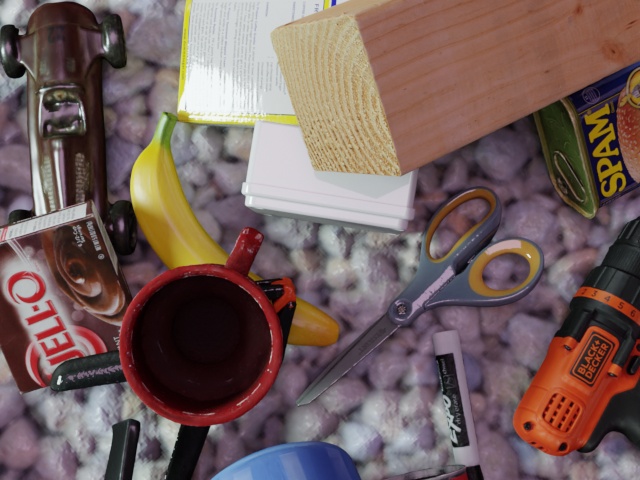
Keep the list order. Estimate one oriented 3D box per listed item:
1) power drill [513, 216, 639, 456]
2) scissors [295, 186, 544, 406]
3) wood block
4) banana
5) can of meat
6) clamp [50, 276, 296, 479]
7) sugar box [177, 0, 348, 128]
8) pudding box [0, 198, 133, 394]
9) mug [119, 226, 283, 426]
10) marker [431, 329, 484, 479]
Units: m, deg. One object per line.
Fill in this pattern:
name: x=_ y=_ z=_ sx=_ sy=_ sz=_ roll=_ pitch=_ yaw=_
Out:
power drill: x=0.247 y=0.096 z=0.720 sx=0.188 sy=0.057 sz=0.184 roll=31 pitch=80 yaw=6
scissors: x=0.077 y=0.052 z=0.730 sx=0.096 sy=0.016 sz=0.201 roll=30 pitch=76 yaw=21
wood block: x=0.087 y=-0.117 z=0.630 sx=0.205 sy=0.091 sz=0.090 roll=-27 pitch=108 yaw=-27
banana: x=-0.071 y=0.009 z=0.733 sx=0.070 sy=0.037 sz=0.198 roll=-38 pitch=92 yaw=19
can of meat: x=0.199 y=-0.079 z=0.728 sx=0.084 sy=0.057 sz=0.102 roll=-28 pitch=122 yaw=-7
clamp: x=-0.078 y=0.093 z=0.709 sx=0.171 sy=0.039 sz=0.120 roll=-31 pitch=110 yaw=6
sugar box: x=-0.009 y=-0.121 z=0.723 sx=0.176 sy=0.048 sz=0.093 roll=6 pitch=94 yaw=20
pudding box: x=-0.175 y=0.038 z=0.714 sx=0.090 sy=0.039 sz=0.113 roll=-17 pitch=112 yaw=-3
mug: x=-0.064 y=0.046 z=0.642 sx=0.093 sy=0.081 sz=0.117 roll=22 pitch=93 yaw=-3
marker: x=0.096 y=0.122 z=0.733 sx=0.020 sy=0.020 sz=0.121 roll=-9 pitch=81 yaw=-1
